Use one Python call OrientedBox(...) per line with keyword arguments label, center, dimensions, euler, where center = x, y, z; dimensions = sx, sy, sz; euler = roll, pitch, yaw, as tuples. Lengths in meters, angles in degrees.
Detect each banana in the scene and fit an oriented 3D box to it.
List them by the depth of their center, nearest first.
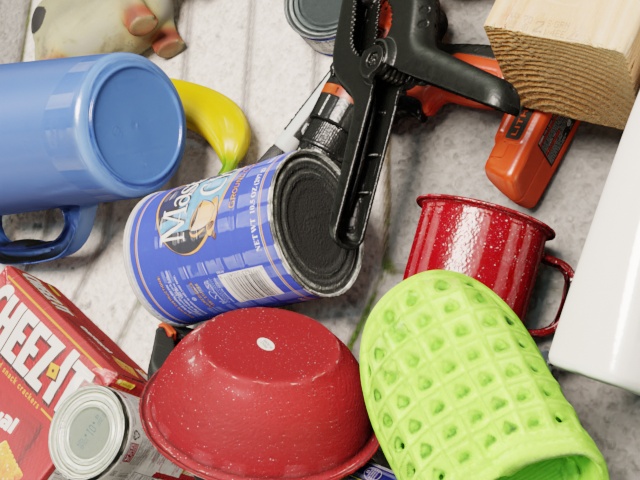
OrientedBox(label="banana", center=(-0.118, -0.105, 0.876), dimensions=(0.069, 0.037, 0.198), euler=(-32, 43, -31))

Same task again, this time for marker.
OrientedBox(label="marker", center=(-0.011, -0.096, 0.836), dimensions=(0.020, 0.020, 0.121), euler=(40, 92, 34))

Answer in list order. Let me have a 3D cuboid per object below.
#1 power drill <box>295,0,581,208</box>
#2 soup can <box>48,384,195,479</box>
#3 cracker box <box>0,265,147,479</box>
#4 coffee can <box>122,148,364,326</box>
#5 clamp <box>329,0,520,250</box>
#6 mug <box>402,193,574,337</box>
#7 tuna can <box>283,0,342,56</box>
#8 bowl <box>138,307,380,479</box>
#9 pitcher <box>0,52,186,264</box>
OrientedBox(label="power drill", center=(0.080, -0.089, 0.760), dimensions=(0.188, 0.057, 0.184), euler=(25, 84, 34))
OrientedBox(label="soup can", center=(-0.134, 0.145, 0.756), dimensions=(0.069, 0.102, 0.068), euler=(-11, 66, 26))
OrientedBox(label="cracker box", center=(-0.249, 0.151, 0.835), dimensions=(0.164, 0.072, 0.213), euler=(36, 89, 34))
OrientedBox(label="coffee can", center=(-0.055, 0.001, 0.756), dimensions=(0.141, 0.102, 0.103), euler=(-13, 64, 36))
OrientedBox(label="clamp", center=(0.043, -0.106, 0.720), dimensions=(0.165, 0.036, 0.210), euler=(-46, 43, 31))
OrientedBox(label="mug", center=(0.108, 0.026, 0.689), dimensions=(0.117, 0.093, 0.081), euler=(17, 82, -4))
OrientedBox(label="tuna can", center=(0.015, -0.191, 0.851), dimensions=(0.086, 0.033, 0.086), euler=(-11, 66, 25))
OrientedBox(label="bowl", center=(-0.035, 0.089, 0.690), dimensions=(0.162, 0.161, 0.055), euler=(26, 122, 34))
OrientedBox(label="pitcher", center=(-0.223, -0.073, 0.857), dimensions=(0.243, 0.149, 0.145), euler=(0, 57, 40))
